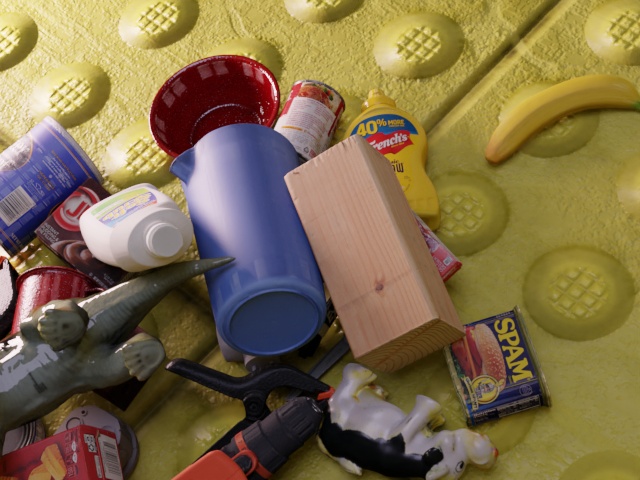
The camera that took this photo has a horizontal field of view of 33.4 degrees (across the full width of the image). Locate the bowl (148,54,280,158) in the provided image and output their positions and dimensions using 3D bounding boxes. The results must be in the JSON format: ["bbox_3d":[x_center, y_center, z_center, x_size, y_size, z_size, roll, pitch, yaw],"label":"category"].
[{"bbox_3d":[-0.120,-0.144,1.273,0.162,0.055,0.162,-6,58,9],"label":"bowl"}]

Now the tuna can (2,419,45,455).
[{"bbox_3d":[-0.332,0.209,1.116,0.086,0.033,0.086,-6,58,9],"label":"tuna can"}]

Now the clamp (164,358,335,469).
[{"bbox_3d":[-0.070,0.177,1.066,0.171,0.039,0.120,-1,91,4],"label":"clamp"}]

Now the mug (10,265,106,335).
[{"bbox_3d":[-0.274,0.084,1.139,0.117,0.093,0.081,-12,52,17],"label":"mug"}]

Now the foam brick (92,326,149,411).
[{"bbox_3d":[-0.210,0.129,1.127,0.051,0.053,0.078,25,68,25],"label":"foam brick"}]

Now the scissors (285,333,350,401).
[{"bbox_3d":[0.054,0.102,1.104,0.096,0.016,0.201,23,67,24],"label":"scissors"}]

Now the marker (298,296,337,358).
[{"bbox_3d":[0.012,0.074,1.129,0.020,0.020,0.121,23,66,24],"label":"marker"}]

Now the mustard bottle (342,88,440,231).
[{"bbox_3d":[0.074,-0.093,1.195,0.096,0.058,0.191,-10,57,5],"label":"mustard bottle"}]

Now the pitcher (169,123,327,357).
[{"bbox_3d":[-0.057,0.001,1.100,0.149,0.145,0.243,-20,43,4],"label":"pitcher"}]

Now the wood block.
[{"bbox_3d":[0.051,0.013,1.044,0.091,0.090,0.206,-29,64,17],"label":"wood block"}]

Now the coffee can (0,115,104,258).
[{"bbox_3d":[-0.339,-0.063,1.245,0.140,0.103,0.103,-42,59,-13],"label":"coffee can"}]

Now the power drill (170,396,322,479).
[{"bbox_3d":[-0.081,0.212,0.957,0.184,0.187,0.057,-41,82,5],"label":"power drill"}]

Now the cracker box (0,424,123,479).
[{"bbox_3d":[-0.283,0.286,0.997,0.214,0.072,0.164,-23,64,14],"label":"cracker box"}]

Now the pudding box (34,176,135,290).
[{"bbox_3d":[-0.250,-0.002,1.203,0.113,0.039,0.090,40,73,3],"label":"pudding box"}]

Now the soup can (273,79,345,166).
[{"bbox_3d":[-0.019,-0.125,1.231,0.069,0.068,0.102,12,63,20],"label":"soup can"}]

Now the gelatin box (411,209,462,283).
[{"bbox_3d":[0.090,0.019,1.097,0.073,0.030,0.089,-45,68,10],"label":"gelatin box"}]

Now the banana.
[{"bbox_3d":[0.271,-0.144,1.194,0.198,0.037,0.069,-18,56,2],"label":"banana"}]

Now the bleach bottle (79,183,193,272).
[{"bbox_3d":[-0.173,-0.011,1.063,0.102,0.068,0.251,-27,13,-17],"label":"bleach bottle"}]

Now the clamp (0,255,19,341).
[{"bbox_3d":[-0.374,0.106,1.171,0.165,0.036,0.209,4,51,23],"label":"clamp"}]

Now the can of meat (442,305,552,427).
[{"bbox_3d":[0.169,0.124,1.040,0.084,0.057,0.102,-18,56,5],"label":"can of meat"}]
